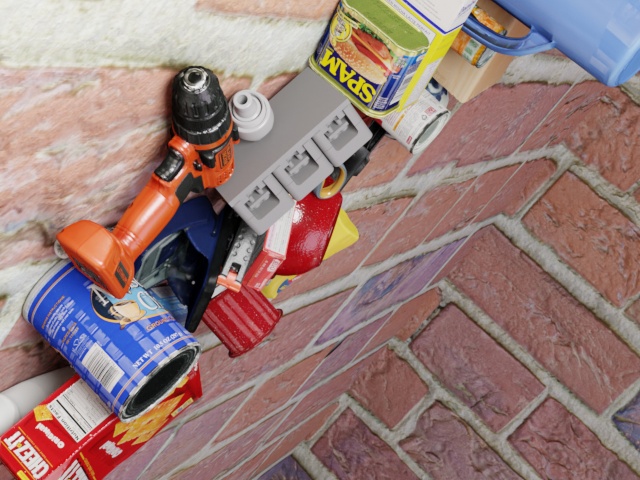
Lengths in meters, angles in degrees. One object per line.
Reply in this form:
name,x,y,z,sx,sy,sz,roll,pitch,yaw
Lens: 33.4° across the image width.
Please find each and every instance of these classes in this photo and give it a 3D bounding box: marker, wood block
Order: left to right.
marker,-0.203,-0.002,0.994,0.020,0.020,0.121,-52,166,23
wood block,0.212,-0.281,1.310,0.090,0.090,0.206,-34,163,-40

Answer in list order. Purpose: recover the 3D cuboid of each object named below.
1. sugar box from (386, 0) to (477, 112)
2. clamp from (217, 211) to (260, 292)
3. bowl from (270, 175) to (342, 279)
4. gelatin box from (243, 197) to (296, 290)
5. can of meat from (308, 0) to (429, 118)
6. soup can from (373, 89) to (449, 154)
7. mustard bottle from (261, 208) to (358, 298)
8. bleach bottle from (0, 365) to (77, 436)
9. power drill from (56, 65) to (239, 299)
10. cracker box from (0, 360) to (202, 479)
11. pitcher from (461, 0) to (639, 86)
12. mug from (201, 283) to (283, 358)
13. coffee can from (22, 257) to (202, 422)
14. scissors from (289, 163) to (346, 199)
sugar box,0.094,-0.226,1.089,0.048,0.093,0.176,-34,163,-45
clamp,-0.080,-0.018,1.169,0.171,0.039,0.120,-85,-166,-54
bowl,-0.012,-0.020,1.323,0.162,0.055,0.162,21,88,-87
gelatin box,-0.058,0.002,1.206,0.073,0.030,0.089,128,-22,-48
can of meat,0.049,-0.186,1.054,0.057,0.102,0.084,-33,159,-46
soup can,0.095,-0.160,1.274,0.068,0.102,0.068,-44,167,-13
mustard bottle,-0.040,0.028,1.470,0.192,0.058,0.096,-35,-179,9
bleach bottle,-0.298,0.180,1.154,0.103,0.068,0.250,-50,165,12
power drill,-0.142,-0.048,0.921,0.187,0.057,0.184,-50,166,-16
cracker box,-0.223,0.186,1.111,0.213,0.072,0.164,-41,164,-20
pitcher,0.236,-0.263,1.091,0.144,0.243,0.149,-32,160,-41
mug,-0.115,0.094,1.396,0.093,0.081,0.117,-47,-165,-26
coffee can,-0.196,0.087,1.009,0.102,0.140,0.103,-43,167,-13
scissors,-0.012,-0.097,1.173,0.096,0.016,0.202,-21,152,-6
